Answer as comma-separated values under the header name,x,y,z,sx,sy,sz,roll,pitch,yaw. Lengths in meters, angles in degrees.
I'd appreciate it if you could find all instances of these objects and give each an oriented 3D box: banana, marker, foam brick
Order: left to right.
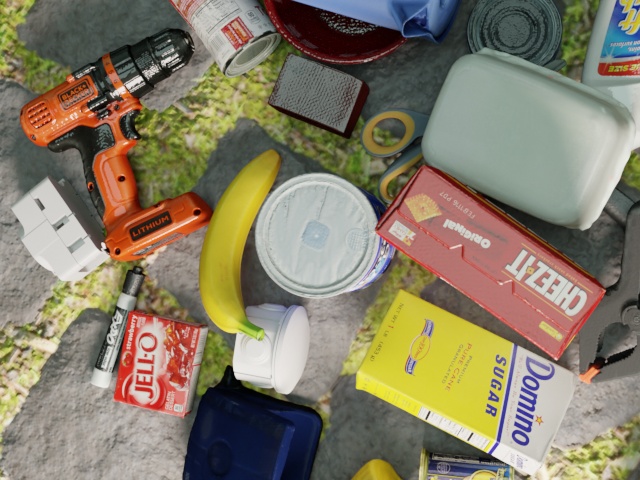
name,x,y,z,sx,sy,sz,roll,pitch,yaw
marker,-0.195,0.082,1.030,0.020,0.020,0.121,20,93,10
banana,-0.075,0.005,0.971,0.070,0.037,0.198,-2,62,9
foam brick,0.000,-0.132,0.981,0.078,0.051,0.053,23,92,10

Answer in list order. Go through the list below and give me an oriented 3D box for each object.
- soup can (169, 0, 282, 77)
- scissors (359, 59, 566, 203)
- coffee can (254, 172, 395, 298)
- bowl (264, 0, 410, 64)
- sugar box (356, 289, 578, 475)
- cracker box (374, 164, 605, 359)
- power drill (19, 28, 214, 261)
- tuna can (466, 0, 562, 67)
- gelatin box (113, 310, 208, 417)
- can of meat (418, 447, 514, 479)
name,x,y,z,sx,sy,sz,roll,pitch,yaw
soup can,-0.091,-0.211,0.991,0.068,0.068,0.102,-37,83,8
scissors,0.115,-0.118,0.960,0.202,0.016,0.096,-46,75,17
coffee can,0.008,-0.003,0.932,0.103,0.140,0.103,0,89,10
bowl,0.030,-0.237,0.975,0.162,0.055,0.162,0,89,10
sugar box,0.128,0.123,0.939,0.176,0.048,0.093,24,66,12
cracker box,0.141,0.014,0.869,0.164,0.213,0.072,35,95,9
power drill,-0.172,-0.089,1.012,0.184,0.057,0.188,-27,82,9
tuna can,0.174,-0.186,0.958,0.086,0.033,0.086,0,89,10
gelatin box,-0.153,0.117,1.016,0.073,0.030,0.089,12,91,11
can of meat,0.128,0.241,0.949,0.084,0.057,0.102,4,90,8
